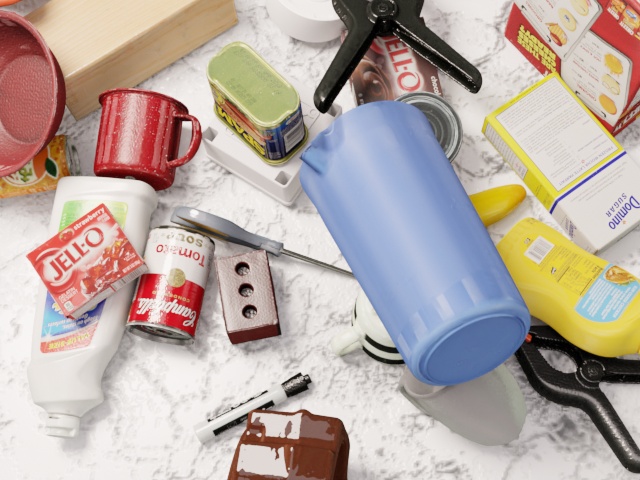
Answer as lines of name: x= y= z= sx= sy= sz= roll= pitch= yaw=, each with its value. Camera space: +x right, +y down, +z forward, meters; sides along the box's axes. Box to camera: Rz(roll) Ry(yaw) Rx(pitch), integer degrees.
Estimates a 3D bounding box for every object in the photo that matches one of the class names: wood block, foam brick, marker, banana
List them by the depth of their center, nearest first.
marker: x=-0.064 y=0.158 z=1.020 sx=0.121 sy=0.020 sz=0.020 roll=-26 pitch=72 yaw=-6
foam brick: x=-0.070 y=0.055 z=1.038 sx=0.053 sy=0.051 sz=0.078 roll=-11 pitch=71 yaw=-2
banana: x=0.106 y=-0.033 z=1.067 sx=0.198 sy=0.037 sz=0.069 roll=5 pitch=72 yaw=5
wood block: x=-0.200 y=-0.229 z=1.122 sx=0.206 sy=0.090 sz=0.091 roll=-34 pitch=73 yaw=-9

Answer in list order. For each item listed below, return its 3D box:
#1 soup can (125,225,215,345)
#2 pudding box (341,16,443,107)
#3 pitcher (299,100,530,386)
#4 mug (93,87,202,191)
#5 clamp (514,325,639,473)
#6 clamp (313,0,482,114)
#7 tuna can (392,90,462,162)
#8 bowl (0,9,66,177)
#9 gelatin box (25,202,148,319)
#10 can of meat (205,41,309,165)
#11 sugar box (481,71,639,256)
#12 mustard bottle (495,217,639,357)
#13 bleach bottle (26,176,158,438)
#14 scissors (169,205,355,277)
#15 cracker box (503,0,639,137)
soup can: x=-0.144 y=0.044 z=1.038 sx=0.068 sy=0.068 sz=0.102 roll=9 pitch=71 yaw=6
pudding box: x=0.075 y=-0.173 z=1.115 sx=0.090 sy=0.039 sz=0.113 roll=-11 pitch=72 yaw=-2
pitcher: x=0.090 y=0.004 z=0.933 sx=0.149 sy=0.145 sz=0.243 roll=-21 pitch=52 yaw=-6
mug: x=-0.172 y=-0.099 z=1.074 sx=0.117 sy=0.093 sz=0.081 roll=1 pitch=75 yaw=20
clamp: x=0.252 y=0.139 z=0.996 sx=0.171 sy=0.039 sz=0.120 roll=21 pitch=55 yaw=13
clamp: x=0.073 y=-0.219 z=1.069 sx=0.164 sy=0.036 sz=0.210 roll=-1 pitch=63 yaw=0
tuna can: x=0.098 y=-0.104 z=1.060 sx=0.086 sy=0.034 sz=0.086 roll=0 pitch=85 yaw=-2
bowl: x=-0.303 y=-0.140 z=1.043 sx=0.162 sy=0.055 sz=0.162 roll=1 pitch=91 yaw=27
gelatin box: x=-0.219 y=0.020 z=1.002 sx=0.089 sy=0.030 sz=0.073 roll=-35 pitch=77 yaw=-7
can of meat: x=-0.061 y=-0.132 z=1.023 sx=0.057 sy=0.084 sz=0.102 roll=-43 pitch=75 yaw=-11
sugar box: x=0.252 y=-0.076 z=1.071 sx=0.093 sy=0.048 sz=0.176 roll=-34 pitch=76 yaw=-9
mustard bottle: x=0.251 y=0.056 z=1.000 sx=0.192 sy=0.058 sz=0.096 roll=31 pitch=48 yaw=21
bleach bottle: x=-0.225 y=0.066 z=1.038 sx=0.102 sy=0.068 sz=0.251 roll=4 pitch=74 yaw=4
scissors: x=-0.057 y=0.001 z=1.038 sx=0.202 sy=0.096 sz=0.016 roll=17 pitch=83 yaw=12
cracker box: x=0.269 y=-0.215 z=1.028 sx=0.072 sy=0.214 sz=0.164 roll=-36 pitch=74 yaw=-11
